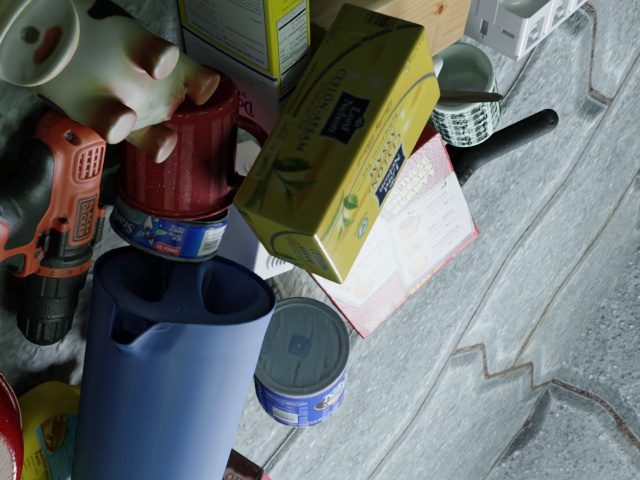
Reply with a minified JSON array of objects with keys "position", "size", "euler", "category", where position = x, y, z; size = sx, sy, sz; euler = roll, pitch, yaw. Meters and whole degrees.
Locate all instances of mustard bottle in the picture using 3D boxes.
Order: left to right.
[{"position":[-0.229,0.166,0.844],"size":[0.191,0.058,0.096],"euler":[-37,140,-37],"category":"mustard bottle"}]

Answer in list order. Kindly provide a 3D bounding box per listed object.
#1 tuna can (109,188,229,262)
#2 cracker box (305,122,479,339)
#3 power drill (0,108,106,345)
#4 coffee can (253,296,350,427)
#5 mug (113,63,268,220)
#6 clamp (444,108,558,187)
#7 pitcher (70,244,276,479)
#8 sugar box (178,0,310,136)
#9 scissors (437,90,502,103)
[{"position":[-0.112,-0.019,0.800],"size":[0.086,0.086,0.034],"euler":[-16,132,-56],"category":"tuna can"},{"position":[0.053,-0.016,1.007],"size":[0.164,0.072,0.213],"euler":[-42,149,-3],"category":"cracker box"},{"position":[-0.219,0.015,0.678],"size":[0.187,0.057,0.185],"euler":[-29,141,-51],"category":"power drill"},{"position":[-0.022,0.130,1.113],"size":[0.102,0.103,0.140],"euler":[-49,165,-17],"category":"coffee can"},{"position":[-0.088,-0.070,0.752],"size":[0.093,0.117,0.081],"euler":[-57,160,-50],"category":"mug"},{"position":[0.153,-0.094,1.220],"size":[0.210,0.165,0.036],"euler":[-36,111,-3],"category":"clamp"},{"position":[-0.118,0.131,0.816],"size":[0.149,0.145,0.243],"euler":[4,113,-26],"category":"pitcher"},{"position":[-0.053,-0.158,0.731],"size":[0.048,0.093,0.176],"euler":[-45,155,-25],"category":"sugar box"},{"position":[0.060,-0.130,0.893],"size":[0.096,0.202,0.016],"euler":[-64,143,-49],"category":"scissors"}]
